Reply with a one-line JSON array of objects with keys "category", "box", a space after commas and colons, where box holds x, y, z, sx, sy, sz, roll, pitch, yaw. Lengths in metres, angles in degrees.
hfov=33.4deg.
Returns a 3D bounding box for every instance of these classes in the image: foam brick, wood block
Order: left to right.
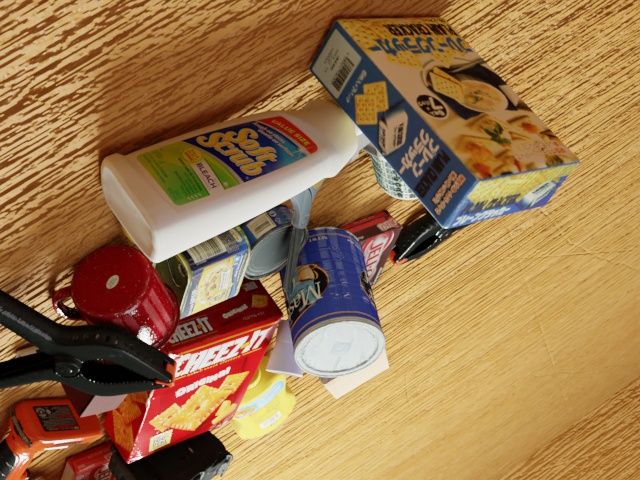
[{"category": "foam brick", "box": [-0.236, 0.144, 1.155, 0.052, 0.051, 0.078, -3, 138, -52]}, {"category": "wood block", "box": [0.028, 0.138, 1.388, 0.091, 0.090, 0.206, -30, 166, -2]}]

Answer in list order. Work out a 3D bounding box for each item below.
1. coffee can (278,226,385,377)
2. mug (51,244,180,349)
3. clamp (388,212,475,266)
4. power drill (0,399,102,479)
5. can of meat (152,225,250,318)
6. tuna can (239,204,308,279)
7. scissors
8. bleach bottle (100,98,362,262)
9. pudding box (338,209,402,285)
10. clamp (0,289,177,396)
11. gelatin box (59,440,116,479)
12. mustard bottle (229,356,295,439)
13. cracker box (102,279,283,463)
[{"category": "coffee can", "box": [0.010, 0.069, 1.213, 0.102, 0.140, 0.103, -7, 138, -6]}, {"category": "mug", "box": [-0.202, 0.057, 1.032, 0.117, 0.093, 0.081, -2, 149, 9]}, {"category": "clamp", "box": [0.165, -0.021, 1.421, 0.171, 0.039, 0.120, -35, 150, 8]}, {"category": "power drill", "box": [-0.331, 0.259, 1.211, 0.188, 0.057, 0.184, -49, 153, 20]}, {"category": "can of meat", "box": [-0.125, 0.031, 1.108, 0.083, 0.057, 0.102, -23, 151, -34]}, {"category": "tuna can", "box": [-0.058, 0.001, 1.173, 0.086, 0.034, 0.086, -30, 153, -17]}, {"category": "scissors", "box": [-0.030, -0.028, 1.110, 0.096, 0.016, 0.202, -11, 125, -57]}, {"category": "bleach bottle", "box": [-0.065, -0.074, 0.969, 0.250, 0.103, 0.068, -27, 154, -26]}, {"category": "pudding box", "box": [0.044, 0.021, 1.330, 0.089, 0.039, 0.114, -19, 149, -34]}, {"category": "clamp", "box": [-0.243, 0.113, 1.005, 0.209, 0.036, 0.165, 16, 137, -14]}, {"category": "gelatin box", "box": [-0.291, 0.298, 1.357, 0.073, 0.030, 0.089, -17, 148, -38]}, {"category": "mustard bottle", "box": [-0.090, 0.203, 1.431, 0.096, 0.058, 0.191, -33, 154, -10]}, {"category": "cracker box", "box": [-0.152, 0.154, 1.257, 0.163, 0.072, 0.214, -17, 146, -39]}]
